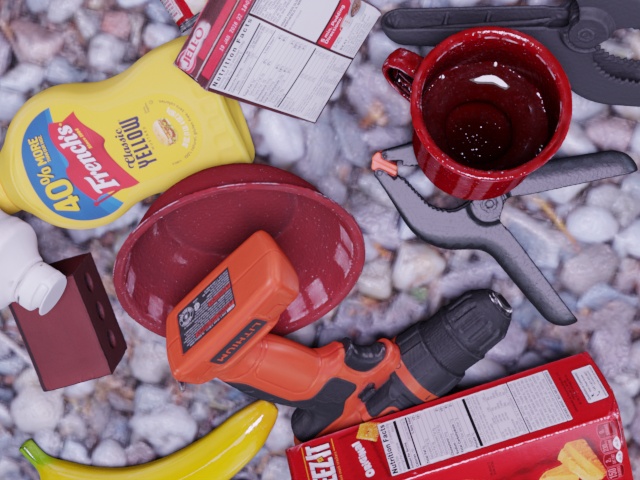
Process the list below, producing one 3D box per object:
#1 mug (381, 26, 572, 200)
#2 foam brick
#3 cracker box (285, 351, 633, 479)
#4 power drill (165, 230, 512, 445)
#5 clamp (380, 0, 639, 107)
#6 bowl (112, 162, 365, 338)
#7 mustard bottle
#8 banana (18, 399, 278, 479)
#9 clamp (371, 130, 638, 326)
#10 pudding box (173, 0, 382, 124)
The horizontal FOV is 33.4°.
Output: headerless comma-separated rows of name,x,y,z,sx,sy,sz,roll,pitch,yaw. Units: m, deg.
mug,0.088,-0.077,0.650,0.117,0.081,0.093,31,81,7
foam brick,-0.175,0.055,0.741,0.051,0.053,0.078,-16,105,8
cracker box,0.103,0.186,0.718,0.213,0.072,0.164,-18,122,1
power drill,0.010,0.068,0.689,0.187,0.057,0.185,33,114,-35
clamp,0.152,-0.133,0.656,0.209,0.036,0.165,31,138,-21
bowl,-0.055,0.001,0.694,0.162,0.055,0.162,-8,141,-6
mustard bottle,-0.147,-0.060,0.703,0.192,0.058,0.096,-19,110,9
banana,-0.121,0.165,0.776,0.198,0.037,0.069,-11,107,7
clamp,0.113,-0.014,0.706,0.171,0.039,0.120,12,90,6
pudding box,-0.024,-0.126,0.651,0.039,0.113,0.090,43,109,33
